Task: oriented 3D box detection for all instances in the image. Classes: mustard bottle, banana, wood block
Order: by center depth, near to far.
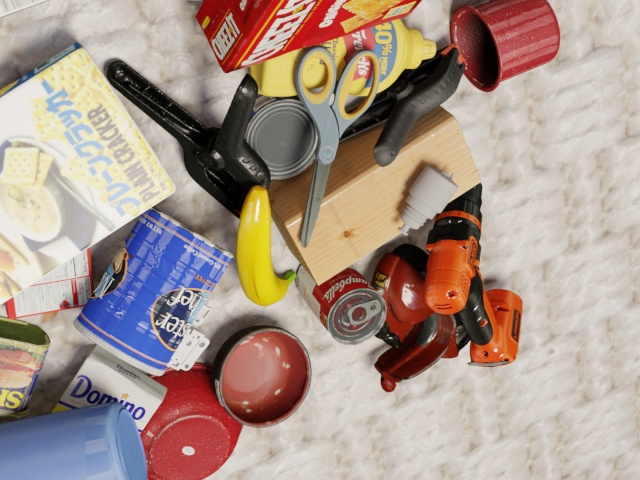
[{"bbox_3d":[0.027,-0.192,1.062,0.191,0.058,0.096,-3,103,-23],"label":"mustard bottle"},{"bbox_3d":[-0.061,0.019,1.092,0.037,0.069,0.198,10,154,12],"label":"banana"},{"bbox_3d":[0.052,-0.057,1.125,0.206,0.090,0.090,-32,125,-6],"label":"wood block"}]

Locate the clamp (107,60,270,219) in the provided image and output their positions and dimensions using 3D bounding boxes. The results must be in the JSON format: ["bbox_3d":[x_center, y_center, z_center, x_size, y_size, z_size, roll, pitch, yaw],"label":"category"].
[{"bbox_3d":[-0.112,-0.095,1.036,0.036,0.165,0.210,-60,152,-28],"label":"clamp"}]

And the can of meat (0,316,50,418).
[{"bbox_3d":[-0.331,0.124,1.071,0.102,0.057,0.084,16,106,-29],"label":"can of meat"}]

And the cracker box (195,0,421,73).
[{"bbox_3d":[0.016,-0.234,0.938,0.213,0.164,0.072,-23,82,-27],"label":"cracker box"}]

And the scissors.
[{"bbox_3d":[-0.008,-0.100,1.033,0.096,0.016,0.202,25,94,-26],"label":"scissors"}]

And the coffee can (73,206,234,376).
[{"bbox_3d":[-0.165,0.048,1.060,0.102,0.103,0.140,33,87,-33],"label":"coffee can"}]

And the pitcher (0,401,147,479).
[{"bbox_3d":[-0.299,0.247,1.067,0.243,0.149,0.145,-14,81,3],"label":"pitcher"}]

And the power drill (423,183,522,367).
[{"bbox_3d":[0.174,0.040,1.204,0.057,0.184,0.187,-6,138,30],"label":"power drill"}]

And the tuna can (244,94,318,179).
[{"bbox_3d":[-0.043,-0.108,1.090,0.086,0.034,0.086,-10,119,-19],"label":"tuna can"}]

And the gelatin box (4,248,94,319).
[{"bbox_3d":[-0.273,0.034,1.065,0.089,0.030,0.073,-10,117,-19],"label":"gelatin box"}]

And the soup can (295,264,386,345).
[{"bbox_3d":[0.021,0.060,1.163,0.068,0.102,0.068,-10,119,-19],"label":"soup can"}]

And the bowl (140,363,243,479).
[{"bbox_3d":[-0.153,0.219,1.198,0.162,0.055,0.162,-10,119,-18],"label":"bowl"}]

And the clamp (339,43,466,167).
[{"bbox_3d":[0.077,-0.142,1.101,0.171,0.120,0.039,-45,130,-23],"label":"clamp"}]

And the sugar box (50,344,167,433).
[{"bbox_3d":[-0.249,0.209,1.137,0.093,0.048,0.176,32,102,-6],"label":"sugar box"}]

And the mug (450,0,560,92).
[{"bbox_3d":[0.193,-0.205,1.119,0.081,0.093,0.117,-23,153,-17],"label":"mug"}]
